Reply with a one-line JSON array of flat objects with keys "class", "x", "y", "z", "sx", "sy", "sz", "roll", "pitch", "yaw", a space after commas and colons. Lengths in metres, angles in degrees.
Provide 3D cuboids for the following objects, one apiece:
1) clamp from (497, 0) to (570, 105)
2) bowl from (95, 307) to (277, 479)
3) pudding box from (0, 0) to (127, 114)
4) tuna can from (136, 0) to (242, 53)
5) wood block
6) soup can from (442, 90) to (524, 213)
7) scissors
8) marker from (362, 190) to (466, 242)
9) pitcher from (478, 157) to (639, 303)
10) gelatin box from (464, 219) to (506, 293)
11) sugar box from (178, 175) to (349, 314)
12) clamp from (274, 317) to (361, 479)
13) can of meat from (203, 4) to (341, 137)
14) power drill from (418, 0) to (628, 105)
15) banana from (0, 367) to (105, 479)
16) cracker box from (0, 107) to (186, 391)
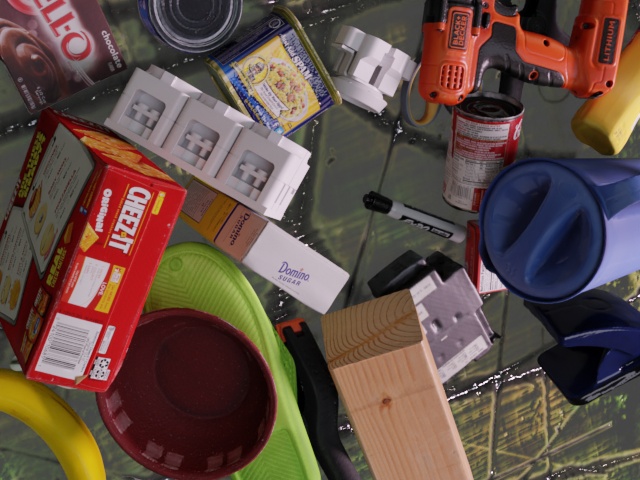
[{"class": "clamp", "x": 0.196, "y": -0.199, "z": 1.039, "sx": 0.120, "sy": 0.039, "sz": 0.171, "roll": -40, "pitch": 112, "yaw": -17}, {"class": "bowl", "x": -0.111, "y": 0.126, "z": 0.931, "sx": 0.162, "sy": 0.055, "sz": 0.162, "roll": 3, "pitch": 106, "yaw": 10}, {"class": "pudding box", "x": -0.221, "y": -0.172, "z": 0.863, "sx": 0.090, "sy": 0.039, "sz": 0.113, "roll": -29, "pitch": 116, "yaw": -14}, {"class": "tuna can", "x": -0.110, "y": -0.203, "z": 0.905, "sx": 0.086, "sy": 0.034, "sz": 0.086, "roll": -7, "pitch": 109, "yaw": -22}, {"class": "wood block", "x": 0.077, "y": 0.163, "z": 1.019, "sx": 0.091, "sy": 0.090, "sz": 0.206, "roll": -18, "pitch": 119, "yaw": 5}, {"class": "soup can", "x": 0.155, "y": -0.085, "z": 1.031, "sx": 0.068, "sy": 0.069, "sz": 0.102, "roll": -9, "pitch": 122, "yaw": -21}, {"class": "scissors", "x": 0.131, "y": -0.203, "z": 1.022, "sx": 0.096, "sy": 0.016, "sz": 0.202, "roll": 10, "pitch": 103, "yaw": -28}, {"class": "marker", "x": 0.093, "y": -0.024, "z": 1.061, "sx": 0.121, "sy": 0.020, "sz": 0.020, "roll": 19, "pitch": 98, "yaw": -27}, {"class": "pitcher", "x": 0.281, "y": -0.024, "z": 1.038, "sx": 0.242, "sy": 0.149, "sz": 0.145, "roll": -10, "pitch": 119, "yaw": -46}, {"class": "gelatin box", "x": 0.193, "y": 0.012, "z": 1.111, "sx": 0.089, "sy": 0.030, "sz": 0.073, "roll": -8, "pitch": 111, "yaw": -22}, {"class": "sugar box", "x": -0.056, "y": 0.001, "z": 0.913, "sx": 0.093, "sy": 0.176, "sz": 0.048, "roll": 34, "pitch": 91, "yaw": -29}, {"class": "clamp", "x": -0.015, "y": 0.181, "z": 1.036, "sx": 0.036, "sy": 0.165, "sz": 0.210, "roll": -14, "pitch": 89, "yaw": -33}, {"class": "can of meat", "x": -0.043, "y": -0.141, "z": 0.942, "sx": 0.084, "sy": 0.057, "sz": 0.102, "roll": -36, "pitch": 117, "yaw": -8}, {"class": "power drill", "x": 0.185, "y": -0.209, "z": 0.984, "sx": 0.187, "sy": 0.057, "sz": 0.184, "roll": 6, "pitch": 98, "yaw": -12}, {"class": "banana", "x": -0.250, "y": 0.172, "z": 0.965, "sx": 0.070, "sy": 0.037, "sz": 0.197, "roll": -37, "pitch": 117, "yaw": 11}, {"class": "cracker box", "x": -0.191, "y": -0.001, "z": 0.832, "sx": 0.072, "sy": 0.214, "sz": 0.164, "roll": 18, "pitch": 99, "yaw": -29}]
